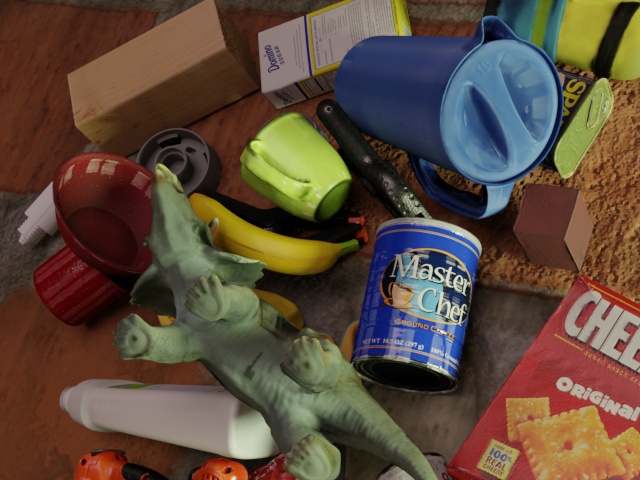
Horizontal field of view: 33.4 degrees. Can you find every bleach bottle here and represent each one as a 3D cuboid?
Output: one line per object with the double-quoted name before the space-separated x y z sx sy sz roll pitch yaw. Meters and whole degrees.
"bleach bottle" -0.160 0.173 1.083 0.251 0.102 0.068 1 85 33

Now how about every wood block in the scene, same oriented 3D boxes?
"wood block" -0.189 -0.191 1.284 0.206 0.090 0.091 -25 56 13

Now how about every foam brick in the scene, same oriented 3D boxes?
"foam brick" 0.218 -0.012 0.997 0.051 0.078 0.053 11 70 28

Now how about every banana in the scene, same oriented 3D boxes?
"banana" -0.063 -0.002 1.081 0.198 0.069 0.037 18 116 21

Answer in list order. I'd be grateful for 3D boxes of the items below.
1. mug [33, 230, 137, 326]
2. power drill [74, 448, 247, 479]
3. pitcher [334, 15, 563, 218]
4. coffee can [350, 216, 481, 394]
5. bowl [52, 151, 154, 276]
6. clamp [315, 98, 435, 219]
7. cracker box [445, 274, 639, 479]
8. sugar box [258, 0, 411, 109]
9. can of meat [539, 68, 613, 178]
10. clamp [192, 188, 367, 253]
"mug" -0.268 0.038 1.211 0.081 0.093 0.117 -36 24 11
"power drill" -0.161 0.287 1.029 0.188 0.057 0.184 9 82 31
"pitcher" 0.112 -0.129 1.047 0.149 0.144 0.243 -55 29 -4
"coffee can" 0.090 0.062 1.005 0.103 0.102 0.140 1 66 27
"bowl" -0.224 -0.017 1.153 0.055 0.161 0.162 -45 47 37
"clamp" 0.059 -0.065 1.104 0.039 0.120 0.171 -38 75 4
"cracker box" 0.235 0.158 0.902 0.164 0.072 0.213 31 80 34
"sugar box" 0.016 -0.222 1.227 0.176 0.048 0.093 -17 58 22
"can of meat" 0.228 -0.123 1.064 0.084 0.057 0.102 26 77 37
"clamp" -0.057 0.001 1.124 0.210 0.036 0.164 1 42 15
